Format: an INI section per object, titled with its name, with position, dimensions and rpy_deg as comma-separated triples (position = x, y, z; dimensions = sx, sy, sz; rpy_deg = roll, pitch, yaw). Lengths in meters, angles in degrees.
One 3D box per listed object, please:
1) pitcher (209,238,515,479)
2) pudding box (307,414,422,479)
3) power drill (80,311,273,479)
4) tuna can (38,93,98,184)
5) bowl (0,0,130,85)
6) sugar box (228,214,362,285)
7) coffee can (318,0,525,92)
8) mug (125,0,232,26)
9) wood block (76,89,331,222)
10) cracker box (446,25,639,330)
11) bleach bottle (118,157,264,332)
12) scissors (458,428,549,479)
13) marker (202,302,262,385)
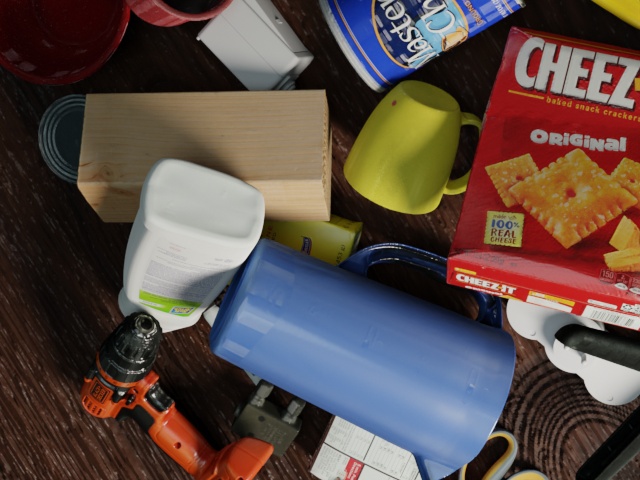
[pitcher]
position = 0.037, 0.084, 0.916
dimensions = 0.242, 0.149, 0.145
rpy_deg = 25, 120, -8
[pudding box]
position = 0.056, 0.202, 1.008
dimensions = 0.113, 0.039, 0.090
rpy_deg = 25, 105, 7
[power drill]
position = -0.136, 0.160, 1.003
dimensions = 0.187, 0.057, 0.185
rpy_deg = 42, 144, 2
[tuna can]
position = -0.224, -0.098, 1.022
dimensions = 0.086, 0.033, 0.086
rpy_deg = 3, 102, 14
[bowl]
position = -0.240, -0.226, 0.989
dimensions = 0.162, 0.055, 0.162
rpy_deg = 3, 102, 14
[sugar box]
position = -0.057, 0.001, 0.993
dimensions = 0.176, 0.048, 0.093
rpy_deg = 19, 105, 9
[coffee can]
position = 0.083, -0.202, 0.886
dimensions = 0.140, 0.102, 0.103
rpy_deg = -29, 93, 18
[mug]
position = -0.120, -0.240, 0.920
dimensions = 0.093, 0.082, 0.117
rpy_deg = 28, 80, -24
[wood block]
position = -0.096, -0.071, 0.931
dimensions = 0.206, 0.090, 0.091
rpy_deg = -1, 70, 5
[cracker box]
position = 0.204, -0.052, 0.850
dimensions = 0.164, 0.072, 0.213
rpy_deg = 14, 72, 11
[bleach bottle]
position = -0.133, 0.023, 0.933
dimensions = 0.102, 0.068, 0.251
rpy_deg = 17, 150, -15
[scissors]
position = 0.139, 0.271, 0.994
dimensions = 0.096, 0.016, 0.202
rpy_deg = 28, 96, 1
[marker]
position = -0.088, 0.092, 1.032
dimensions = 0.020, 0.020, 0.121
rpy_deg = -38, 90, 18
